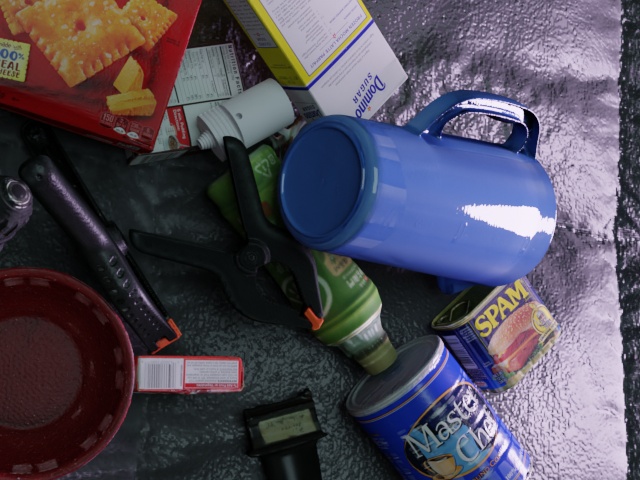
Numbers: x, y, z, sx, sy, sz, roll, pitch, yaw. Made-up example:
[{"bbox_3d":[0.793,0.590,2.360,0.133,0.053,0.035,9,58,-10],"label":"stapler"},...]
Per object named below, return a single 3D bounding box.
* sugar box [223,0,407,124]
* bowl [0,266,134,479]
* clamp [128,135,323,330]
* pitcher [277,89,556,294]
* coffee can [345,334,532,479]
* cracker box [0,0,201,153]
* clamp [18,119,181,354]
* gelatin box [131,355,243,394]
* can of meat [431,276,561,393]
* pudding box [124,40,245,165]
[{"bbox_3d":[-0.007,-0.175,0.889,0.093,0.048,0.176,-47,124,-20],"label":"sugar box"},{"bbox_3d":[-0.226,0.102,0.816,0.162,0.055,0.162,1,85,-15],"label":"bowl"},{"bbox_3d":[-0.056,0.001,0.870,0.171,0.039,0.120,37,96,-12],"label":"clamp"},{"bbox_3d":[0.087,-0.044,0.903,0.242,0.145,0.149,8,70,-46],"label":"pitcher"},{"bbox_3d":[0.104,0.168,0.939,0.102,0.103,0.140,-42,99,-25],"label":"coffee can"},{"bbox_3d":[-0.178,-0.191,0.819,0.164,0.072,0.214,18,90,-23],"label":"cracker box"},{"bbox_3d":[-0.177,-0.003,0.845,0.036,0.165,0.210,-31,118,-3],"label":"clamp"},{"bbox_3d":[-0.116,0.110,0.864,0.089,0.073,0.030,4,80,-25],"label":"gelatin box"},{"bbox_3d":[0.169,0.082,1.010,0.102,0.058,0.084,-40,101,-24],"label":"can of meat"},{"bbox_3d":[-0.120,-0.120,0.922,0.113,0.039,0.090,-13,88,-28],"label":"pudding box"}]
